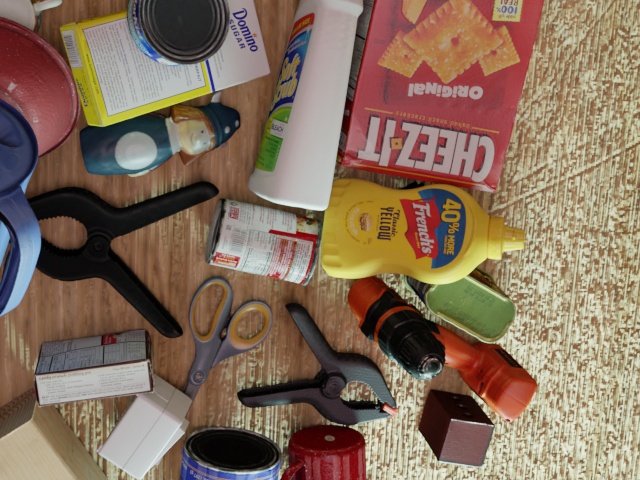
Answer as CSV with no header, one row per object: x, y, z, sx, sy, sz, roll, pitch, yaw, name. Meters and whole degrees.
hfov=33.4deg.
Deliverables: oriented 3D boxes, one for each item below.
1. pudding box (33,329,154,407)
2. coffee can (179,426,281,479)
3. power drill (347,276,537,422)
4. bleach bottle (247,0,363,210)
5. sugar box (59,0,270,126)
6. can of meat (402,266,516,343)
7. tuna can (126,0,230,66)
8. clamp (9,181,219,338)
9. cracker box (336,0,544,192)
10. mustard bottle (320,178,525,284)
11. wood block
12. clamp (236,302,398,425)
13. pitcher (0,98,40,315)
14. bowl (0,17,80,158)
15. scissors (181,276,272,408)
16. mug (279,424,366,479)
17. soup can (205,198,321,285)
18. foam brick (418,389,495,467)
-0.222,0.125,1.052,0.113,0.090,0.039,-8,106,-7,pudding box
-0.100,0.279,1.109,0.102,0.103,0.140,6,104,-11,coffee can
0.126,0.113,1.067,0.187,0.184,0.057,31,99,-26,power drill
-0.007,-0.160,1.011,0.068,0.103,0.251,9,98,-20,bleach bottle
-0.138,-0.173,0.973,0.175,0.048,0.093,-22,109,-29,sugar box
0.143,0.054,1.094,0.102,0.084,0.057,29,99,-16,can of meat
-0.124,-0.195,0.930,0.086,0.034,0.086,-3,97,-31,tuna can
-0.213,0.011,1.048,0.210,0.036,0.164,6,104,-9,clamp
0.112,-0.166,1.033,0.164,0.072,0.214,9,105,-11,cracker box
0.100,-0.007,1.031,0.192,0.058,0.096,4,74,12,mustard bottle
-0.269,0.265,1.085,0.091,0.090,0.206,-31,108,0,wood block
0.009,0.137,1.120,0.171,0.039,0.120,16,107,-20,clamp
-0.327,-0.001,0.930,0.144,0.149,0.243,10,135,-19,pitcher
-0.300,-0.119,0.952,0.162,0.055,0.162,2,132,2,bowl
-0.107,0.135,1.112,0.096,0.016,0.202,7,105,-11,scissors
-0.001,0.247,1.117,0.117,0.093,0.081,-12,105,-42,mug
-0.057,0.001,1.055,0.102,0.068,0.068,13,103,-12,soup can
0.145,0.200,1.140,0.053,0.078,0.051,10,103,-14,foam brick
